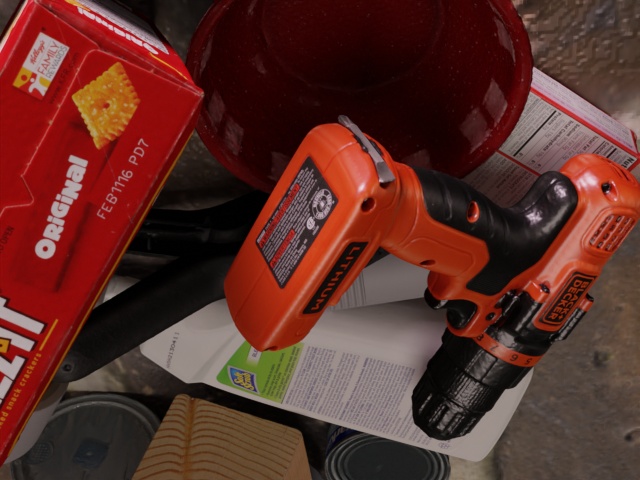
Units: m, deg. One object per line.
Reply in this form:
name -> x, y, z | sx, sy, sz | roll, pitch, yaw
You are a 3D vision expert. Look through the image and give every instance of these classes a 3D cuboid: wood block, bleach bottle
wood block -> -0.057, 0.202, 0.716 | 0.090, 0.090, 0.206 | 15, 146, 17
bleach bottle -> -0.006, 0.060, 0.647 | 0.250, 0.068, 0.103 | 15, 127, -5

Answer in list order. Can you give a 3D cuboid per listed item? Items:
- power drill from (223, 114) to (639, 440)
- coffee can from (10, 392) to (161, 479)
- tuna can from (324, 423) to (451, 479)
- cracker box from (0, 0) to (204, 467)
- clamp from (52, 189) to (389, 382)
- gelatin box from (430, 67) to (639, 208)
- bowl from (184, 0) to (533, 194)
power drill -> 0.050, 0.024, 0.525 | 0.187, 0.057, 0.185 | 11, 120, -37
coffee can -> -0.151, 0.190, 0.744 | 0.103, 0.102, 0.140 | 2, 131, 3
tuna can -> 0.046, 0.145, 0.735 | 0.086, 0.033, 0.086 | 2, 131, 2
cracker box -> -0.124, -0.024, 0.449 | 0.072, 0.214, 0.164 | 27, 100, -20
clamp -> -0.054, 0.001, 0.576 | 0.209, 0.165, 0.036 | -15, 120, -12
gelatin box -> 0.112, -0.047, 0.565 | 0.089, 0.030, 0.073 | 27, 126, -19
bowl -> 0.017, -0.088, 0.510 | 0.162, 0.055, 0.162 | -1, 139, -1
